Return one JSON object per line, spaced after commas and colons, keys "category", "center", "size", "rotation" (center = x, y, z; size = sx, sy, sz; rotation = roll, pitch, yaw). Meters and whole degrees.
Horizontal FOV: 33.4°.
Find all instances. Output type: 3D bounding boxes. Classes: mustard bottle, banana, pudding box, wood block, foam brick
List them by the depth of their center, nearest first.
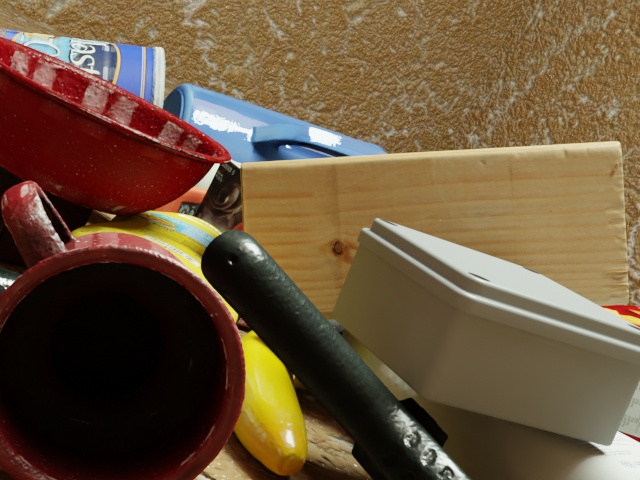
{"category": "banana", "center": [-0.019, 0.074, 0.563], "size": [0.069, 0.037, 0.197], "rotation": [27, 8, 8]}
{"category": "wood block", "center": [0.062, -0.005, 0.617], "size": [0.206, 0.091, 0.090], "rotation": [-3, 1, 2]}
{"category": "mustard bottle", "center": [-0.087, 0.020, 0.623], "size": [0.096, 0.058, 0.191], "rotation": [28, 8, -1]}
{"category": "foam brick", "center": [-0.178, -0.023, 0.629], "size": [0.051, 0.053, 0.078], "rotation": [19, 11, -45]}
{"category": "pudding box", "center": [-0.055, 0.001, 0.741], "size": [0.039, 0.090, 0.114], "rotation": [24, 7, -29]}

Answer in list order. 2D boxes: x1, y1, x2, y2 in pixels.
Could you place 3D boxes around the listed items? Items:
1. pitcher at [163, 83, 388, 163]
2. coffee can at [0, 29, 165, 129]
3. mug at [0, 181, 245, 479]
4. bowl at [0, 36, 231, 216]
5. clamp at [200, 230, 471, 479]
{"category": "pitcher", "center": [-0.051, -0.080, 1.124], "size": [0.242, 0.149, 0.145], "rotation": [19, 22, -26]}
{"category": "coffee can", "center": [-0.180, -0.086, 0.712], "size": [0.140, 0.103, 0.103], "rotation": [5, 13, -13]}
{"category": "mug", "center": [-0.085, 0.031, 0.396], "size": [0.117, 0.093, 0.081], "rotation": [61, -6, -13]}
{"category": "bowl", "center": [-0.133, -0.058, 0.595], "size": [0.162, 0.055, 0.162], "rotation": [26, 8, -4]}
{"category": "clamp", "center": [0.029, 0.082, 0.453], "size": [0.210, 0.036, 0.164], "rotation": [47, -2, 20]}
